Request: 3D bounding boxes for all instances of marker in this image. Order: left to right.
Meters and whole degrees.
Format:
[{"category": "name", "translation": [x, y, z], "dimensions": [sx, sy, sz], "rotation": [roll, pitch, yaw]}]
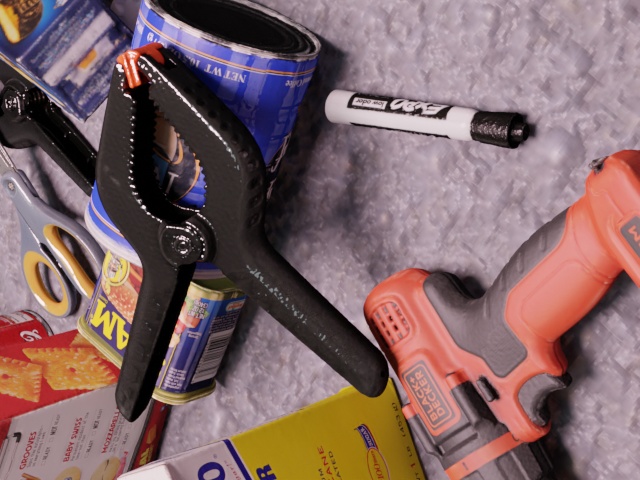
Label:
[{"category": "marker", "translation": [0.055, -0.065, 0.570], "dimensions": [0.121, 0.020, 0.020], "rotation": [13, 106, 36]}]

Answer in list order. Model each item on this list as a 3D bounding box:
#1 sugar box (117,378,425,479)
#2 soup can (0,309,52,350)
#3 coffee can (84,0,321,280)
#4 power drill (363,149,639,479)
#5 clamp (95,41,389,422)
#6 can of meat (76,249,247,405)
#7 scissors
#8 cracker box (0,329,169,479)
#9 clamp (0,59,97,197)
[{"category": "sugar box", "translation": [-0.014, 0.138, 0.560], "dimensions": [0.048, 0.175, 0.093], "rotation": [-24, 83, 39]}, {"category": "soup can", "translation": [-0.256, 0.094, 0.792], "dimensions": [0.069, 0.102, 0.068], "rotation": [8, 102, 37]}, {"category": "coffee can", "translation": [-0.070, -0.063, 0.616], "dimensions": [0.103, 0.102, 0.140], "rotation": [34, 117, 29]}, {"category": "power drill", "translation": [0.121, 0.061, 0.515], "dimensions": [0.188, 0.057, 0.184], "rotation": [-43, 72, 35]}, {"category": "clamp", "translation": [-0.054, 0.001, 0.557], "dimensions": [0.165, 0.036, 0.210], "rotation": [-3, 108, 21]}, {"category": "can of meat", "translation": [-0.100, 0.041, 0.690], "dimensions": [0.102, 0.057, 0.084], "rotation": [36, 115, 28]}, {"category": "scissors", "translation": [-0.223, -0.023, 0.778], "dimensions": [0.202, 0.016, 0.096], "rotation": [47, 130, 10]}, {"category": "cracker box", "translation": [-0.202, 0.151, 0.688], "dimensions": [0.072, 0.213, 0.164], "rotation": [31, 116, 29]}, {"category": "clamp", "translation": [-0.200, -0.108, 0.753], "dimensions": [0.172, 0.039, 0.120], "rotation": [23, 111, 29]}]
